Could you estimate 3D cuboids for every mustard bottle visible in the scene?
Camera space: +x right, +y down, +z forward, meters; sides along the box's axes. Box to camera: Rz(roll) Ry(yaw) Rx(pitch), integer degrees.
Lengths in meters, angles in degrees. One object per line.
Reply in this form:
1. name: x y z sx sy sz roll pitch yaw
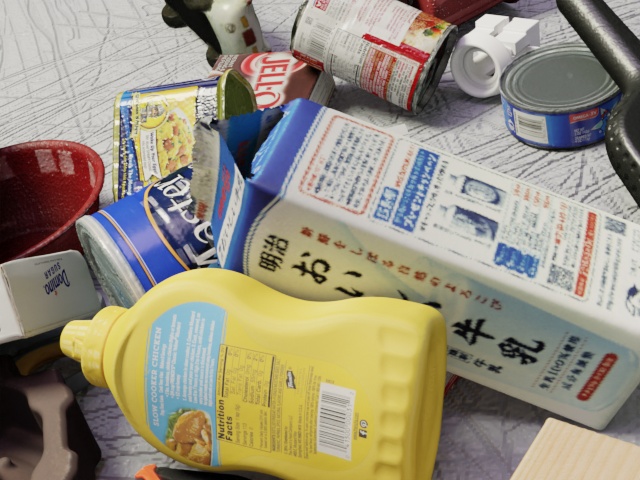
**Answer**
1. mustard bottle: -0.039 0.064 0.506 0.192 0.096 0.058 9 17 21

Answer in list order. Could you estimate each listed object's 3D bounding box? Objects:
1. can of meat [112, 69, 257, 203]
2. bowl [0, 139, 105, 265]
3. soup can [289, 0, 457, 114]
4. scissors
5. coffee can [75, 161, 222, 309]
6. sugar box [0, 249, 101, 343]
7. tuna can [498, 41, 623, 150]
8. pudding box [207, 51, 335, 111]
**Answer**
1. can of meat: -0.090 -0.057 0.714 0.084 0.057 0.102 -5 76 18
2. bowl: -0.212 -0.002 0.715 0.162 0.055 0.162 -12 35 8
3. soup can: 0.037 -0.141 0.760 0.102 0.068 0.068 26 50 11
4. scissors: -0.213 0.091 0.633 0.201 0.016 0.096 -29 37 -16
5. coffee can: -0.054 0.001 0.616 0.140 0.103 0.103 -30 39 -18
6. sugar box: -0.223 0.050 0.597 0.176 0.048 0.093 -19 0 14
7. tuna can: 0.164 -0.097 0.715 0.086 0.034 0.086 -10 38 8
8. pudding box: -0.045 -0.099 0.791 0.090 0.039 0.113 -1 40 17
